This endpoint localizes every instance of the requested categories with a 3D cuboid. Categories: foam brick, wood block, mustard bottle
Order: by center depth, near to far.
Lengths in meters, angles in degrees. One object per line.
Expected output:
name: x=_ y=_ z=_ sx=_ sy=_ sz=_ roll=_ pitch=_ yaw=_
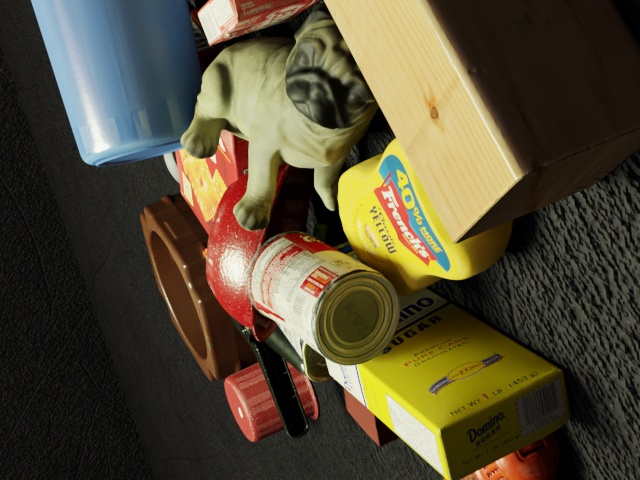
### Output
wood block: x=0.066 y=-0.116 z=0.512 sx=0.206 sy=0.090 sz=0.091 roll=64 pitch=161 yaw=12
mustard bottle: x=0.071 y=-0.021 z=0.662 sx=0.096 sy=0.058 sz=0.192 roll=66 pitch=162 yaw=1
foam brick: x=0.062 y=0.109 z=0.809 sx=0.051 sy=0.078 sz=0.053 roll=48 pitch=154 yaw=50

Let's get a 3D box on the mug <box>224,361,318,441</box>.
mug: x=-0.064 y=0.178 z=1.242 sx=0.117 sy=0.081 sz=0.093 roll=27 pitch=137 yaw=63

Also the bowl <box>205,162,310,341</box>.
bowl: x=-0.056 y=0.001 z=0.901 sx=0.162 sy=0.055 sz=0.162 roll=12 pitch=-90 yaw=-80

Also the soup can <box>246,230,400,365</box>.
soup can: x=0.001 y=0.038 z=0.736 sx=0.102 sy=0.068 sz=0.068 roll=28 pitch=137 yaw=58

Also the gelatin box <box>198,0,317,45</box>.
gelatin box: x=-0.043 y=-0.173 z=0.781 sx=0.030 sy=0.073 sz=0.089 roll=70 pitch=162 yaw=-6

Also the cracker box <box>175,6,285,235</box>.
cracker box: x=-0.085 y=-0.087 z=1.006 sx=0.164 sy=0.072 sz=0.214 roll=52 pitch=156 yaw=39

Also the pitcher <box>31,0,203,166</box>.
pitcher: x=-0.163 y=-0.189 z=0.865 sx=0.145 sy=0.149 sz=0.243 roll=-10 pitch=95 yaw=64

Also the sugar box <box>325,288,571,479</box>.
sugar box: x=0.077 y=0.088 z=0.716 sx=0.176 sy=0.093 sz=0.048 roll=34 pitch=142 yaw=59

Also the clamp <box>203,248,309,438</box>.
clamp: x=-0.059 y=0.092 z=1.071 sx=0.210 sy=0.036 sz=0.165 roll=54 pitch=155 yaw=31
